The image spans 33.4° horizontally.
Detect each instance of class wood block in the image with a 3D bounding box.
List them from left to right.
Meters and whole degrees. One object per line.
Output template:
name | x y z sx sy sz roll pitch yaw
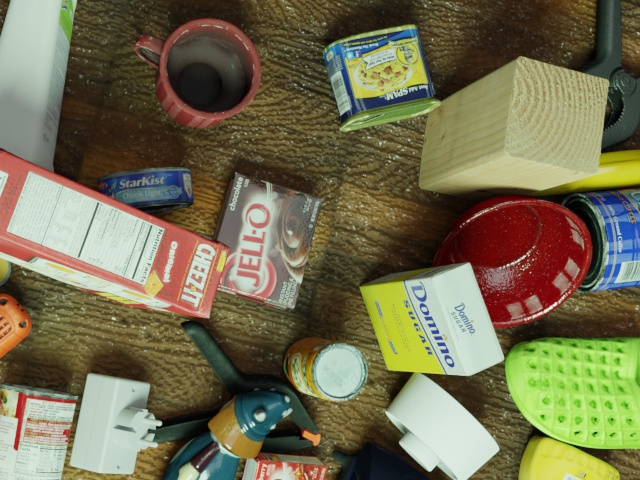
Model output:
wood block | 0.175 -0.097 1.009 0.090 0.206 0.090 11 82 -15

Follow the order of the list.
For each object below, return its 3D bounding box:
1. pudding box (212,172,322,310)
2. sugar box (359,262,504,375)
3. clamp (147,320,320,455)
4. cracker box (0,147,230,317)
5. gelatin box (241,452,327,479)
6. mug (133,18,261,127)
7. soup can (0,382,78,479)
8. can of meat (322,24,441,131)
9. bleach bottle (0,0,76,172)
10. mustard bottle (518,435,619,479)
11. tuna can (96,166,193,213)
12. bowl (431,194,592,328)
pudding box | -0.057 0.001 1.022 0.090 0.039 0.113 17 81 -13
sugar box | 0.097 0.074 0.987 0.048 0.176 0.093 -20 91 -17
clamp | -0.077 0.146 0.999 0.171 0.039 0.120 14 101 -17
cracker box | -0.207 -0.005 0.888 0.213 0.164 0.072 24 78 -31
gelatin box | -0.039 0.244 0.993 0.073 0.030 0.089 11 96 -27
mug | -0.120 -0.156 0.996 0.117 0.082 0.093 24 79 -13
soup can | -0.256 0.181 0.934 0.068 0.069 0.102 11 82 -15
can of meat | 0.059 -0.162 1.061 0.102 0.057 0.084 -14 87 -17
bleach bottle | -0.255 -0.179 0.961 0.068 0.103 0.251 9 76 -5
mustard bottle | 0.222 0.299 1.063 0.096 0.058 0.191 26 78 -11
tuna can | -0.159 -0.044 0.973 0.086 0.086 0.034 -6 88 -16
bowl | 0.182 0.010 1.056 0.162 0.055 0.162 -5 129 -6
